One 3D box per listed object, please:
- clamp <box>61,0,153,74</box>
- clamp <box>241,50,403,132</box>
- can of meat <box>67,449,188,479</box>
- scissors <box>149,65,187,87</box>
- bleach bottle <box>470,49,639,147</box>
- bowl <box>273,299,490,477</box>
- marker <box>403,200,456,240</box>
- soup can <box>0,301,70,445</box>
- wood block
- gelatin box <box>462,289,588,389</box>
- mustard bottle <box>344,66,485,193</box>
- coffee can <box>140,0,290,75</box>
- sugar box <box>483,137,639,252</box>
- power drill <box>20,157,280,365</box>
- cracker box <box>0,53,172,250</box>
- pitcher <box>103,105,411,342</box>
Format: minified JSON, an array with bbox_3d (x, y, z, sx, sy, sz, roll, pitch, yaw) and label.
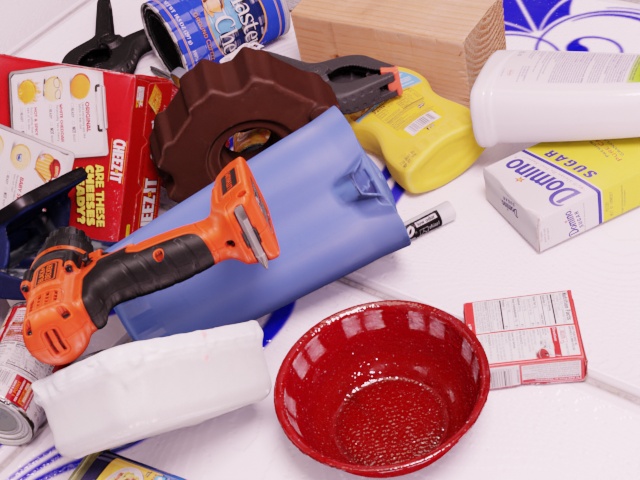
[{"bbox_3d":[-0.254,-0.233,1.286,0.165,0.036,0.209,18,51,31],"label":"clamp"},{"bbox_3d":[-0.005,-0.158,1.055,0.171,0.039,0.120,-6,48,10],"label":"clamp"},{"bbox_3d":[-0.145,0.206,0.765,0.084,0.057,0.102,13,48,25],"label":"can of meat"},{"bbox_3d":[-0.143,-0.159,1.178,0.016,0.096,0.202,-45,17,-6],"label":"scissors"},{"bbox_3d":[0.266,-0.125,0.933,0.251,0.068,0.102,5,39,26],"label":"bleach bottle"},{"bbox_3d":[0.049,0.121,0.803,0.162,0.055,0.162,-8,42,7],"label":"bowl"},{"bbox_3d":[0.066,-0.003,0.959,0.121,0.020,0.020,-26,43,-12],"label":"marker"},{"bbox_3d":[-0.250,0.110,0.890,0.069,0.068,0.102,1,45,17],"label":"soup can"},{"bbox_3d":[0.083,-0.213,1.129,0.206,0.091,0.090,17,50,30],"label":"wood block"},{"bbox_3d":[0.159,0.078,0.837,0.089,0.030,0.073,-7,41,8],"label":"gelatin box"},{"bbox_3d":[0.073,-0.125,1.059,0.096,0.058,0.192,-35,45,-9],"label":"mustard bottle"},{"bbox_3d":[-0.120,-0.253,1.221,0.140,0.103,0.103,-30,44,-17],"label":"coffee can"},{"bbox_3d":[0.245,-0.063,0.954,0.176,0.048,0.093,-23,40,-12],"label":"sugar box"},{"bbox_3d":[-0.128,0.007,0.785,0.187,0.057,0.184,-26,25,1],"label":"power drill"},{"bbox_3d":[-0.253,-0.091,1.038,0.214,0.164,0.072,12,10,26],"label":"cracker box"},{"bbox_3d":[-0.056,0.001,0.904,0.243,0.149,0.145,-29,48,1],"label":"pitcher"}]
